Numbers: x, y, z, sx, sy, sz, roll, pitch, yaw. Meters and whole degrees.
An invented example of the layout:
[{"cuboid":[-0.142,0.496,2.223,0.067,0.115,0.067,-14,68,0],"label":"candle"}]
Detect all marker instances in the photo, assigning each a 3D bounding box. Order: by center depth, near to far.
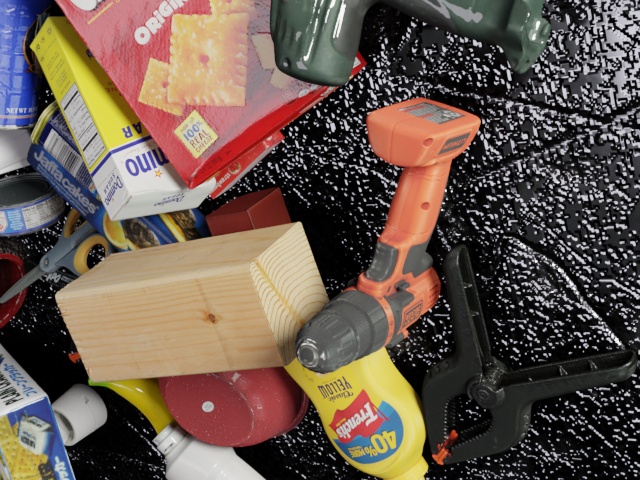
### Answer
[{"cuboid":[-0.272,0.039,1.103,0.121,0.020,0.020,16,123,45],"label":"marker"}]

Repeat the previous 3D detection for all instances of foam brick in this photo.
[{"cuboid":[-0.056,0.001,0.933,0.051,0.052,0.078,-8,109,37],"label":"foam brick"}]

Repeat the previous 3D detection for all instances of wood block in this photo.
[{"cuboid":[-0.108,0.055,0.897,0.206,0.090,0.091,-9,110,32],"label":"wood block"}]

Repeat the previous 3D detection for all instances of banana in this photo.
[{"cuboid":[-0.164,0.201,1.111,0.070,0.037,0.198,-20,114,14],"label":"banana"}]

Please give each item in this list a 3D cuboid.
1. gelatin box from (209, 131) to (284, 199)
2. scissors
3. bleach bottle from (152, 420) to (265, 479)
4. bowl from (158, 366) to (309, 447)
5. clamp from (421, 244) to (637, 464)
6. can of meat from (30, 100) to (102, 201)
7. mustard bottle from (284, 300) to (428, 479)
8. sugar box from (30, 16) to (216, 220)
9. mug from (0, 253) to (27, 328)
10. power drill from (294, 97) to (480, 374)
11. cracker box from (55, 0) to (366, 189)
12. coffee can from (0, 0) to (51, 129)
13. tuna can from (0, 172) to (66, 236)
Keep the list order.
[{"cuboid":[-0.085,-0.090,0.919,0.073,0.030,0.089,52,131,0],"label":"gelatin box"},{"cuboid":[-0.261,0.032,1.069,0.202,0.016,0.096,-47,54,26],"label":"scissors"},{"cuboid":[-0.074,0.283,1.072,0.251,0.068,0.103,44,127,1],"label":"bleach bottle"},{"cuboid":[-0.094,0.143,1.012,0.162,0.055,0.162,12,126,17],"label":"bowl"},{"cuboid":[0.132,0.107,0.869,0.164,0.036,0.210,39,132,6],"label":"clamp"},{"cuboid":[-0.189,-0.090,0.944,0.084,0.101,0.058,44,130,5],"label":"can of meat"},{"cuboid":[0.040,0.147,0.941,0.096,0.058,0.191,-27,98,35],"label":"mustard bottle"},{"cuboid":[-0.164,-0.106,0.893,0.048,0.093,0.176,-44,69,40],"label":"sugar box"},{"cuboid":[-0.374,0.049,1.161,0.082,0.093,0.117,24,161,28],"label":"mug"},{"cuboid":[0.050,-0.004,0.786,0.057,0.184,0.188,24,115,22],"label":"power drill"},{"cuboid":[-0.094,-0.173,0.827,0.164,0.072,0.213,-33,96,25],"label":"cracker box"},{"cuboid":[-0.294,-0.178,0.945,0.103,0.102,0.140,19,106,25],"label":"coffee can"},{"cuboid":[-0.296,-0.036,1.056,0.086,0.086,0.034,9,120,30],"label":"tuna can"}]
